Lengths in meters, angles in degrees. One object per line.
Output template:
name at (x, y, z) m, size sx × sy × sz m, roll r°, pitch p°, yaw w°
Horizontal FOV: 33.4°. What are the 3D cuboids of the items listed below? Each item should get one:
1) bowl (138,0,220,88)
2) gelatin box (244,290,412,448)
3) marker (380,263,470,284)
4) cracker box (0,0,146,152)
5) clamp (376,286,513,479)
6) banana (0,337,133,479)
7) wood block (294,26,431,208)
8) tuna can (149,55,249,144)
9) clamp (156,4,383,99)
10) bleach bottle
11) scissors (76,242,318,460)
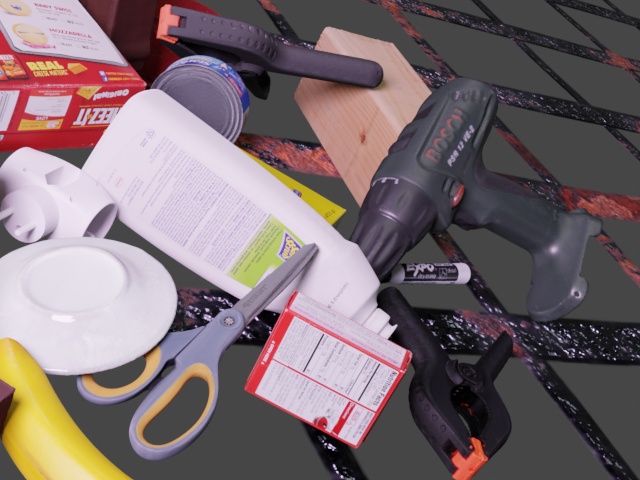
bowl at (-0.141, -0.202, 1.070) m, size 0.162 × 0.055 × 0.162 m, roll 20°, pitch 30°, yaw -12°
gelatin box at (0.005, 0.085, 0.701) m, size 0.089 × 0.073 × 0.030 m, roll 27°, pitch 29°, yaw 1°
marker at (0.080, 0.028, 0.912) m, size 0.120 × 0.020 × 0.020 m, roll 1°, pitch 38°, yaw -38°
cracker box at (-0.259, -0.156, 0.806) m, size 0.163 × 0.072 × 0.214 m, roll -10°, pitch 50°, yaw -47°
clamp at (0.090, 0.100, 0.784) m, size 0.120 × 0.039 × 0.171 m, roll 21°, pitch 29°, yaw -5°
banana at (-0.121, 0.124, 0.576) m, size 0.198 × 0.037 × 0.069 m, roll 34°, pitch 25°, yaw 13°
wood block at (0.058, -0.116, 1.056) m, size 0.090 × 0.091 × 0.206 m, roll 8°, pitch 34°, yaw -29°
tuna can at (-0.105, -0.117, 0.928) m, size 0.086 × 0.086 × 0.033 m, roll 25°, pitch 28°, yaw -2°
clamp at (-0.069, -0.168, 0.981) m, size 0.209 × 0.036 × 0.165 m, roll 12°, pitch -9°, yaw -39°
bleach bottle at (-0.055, 0.001, 0.785) m, size 0.251 × 0.103 × 0.068 m, roll 39°, pitch 20°, yaw 5°
scissors at (-0.080, 0.053, 0.684) m, size 0.096 × 0.016 × 0.201 m, roll 20°, pitch 47°, yaw 9°
